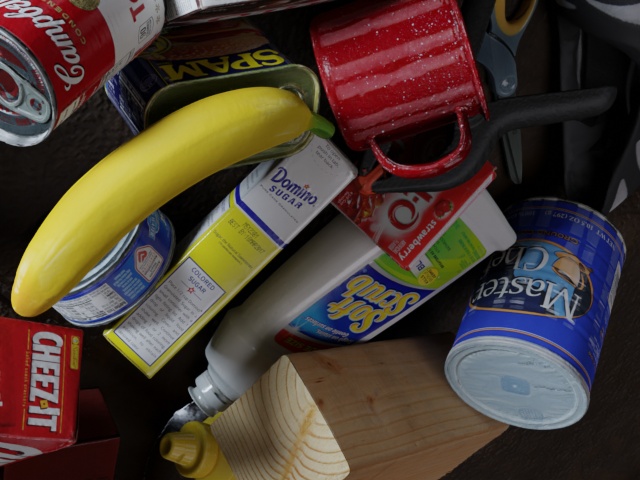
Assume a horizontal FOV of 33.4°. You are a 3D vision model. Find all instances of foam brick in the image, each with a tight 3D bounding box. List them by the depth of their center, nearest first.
[{"bbox_3d":[-0.182,0.140,0.721,0.078,0.051,0.053,-4,125,-29],"label":"foam brick"}]

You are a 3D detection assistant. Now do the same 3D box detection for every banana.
[{"bbox_3d":[-0.079,-0.028,0.548,0.197,0.037,0.069,-30,134,-9],"label":"banana"}]

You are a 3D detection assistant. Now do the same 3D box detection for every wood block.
[{"bbox_3d":[0.036,0.134,0.774,0.205,0.090,0.091,-1,143,-52],"label":"wood block"}]

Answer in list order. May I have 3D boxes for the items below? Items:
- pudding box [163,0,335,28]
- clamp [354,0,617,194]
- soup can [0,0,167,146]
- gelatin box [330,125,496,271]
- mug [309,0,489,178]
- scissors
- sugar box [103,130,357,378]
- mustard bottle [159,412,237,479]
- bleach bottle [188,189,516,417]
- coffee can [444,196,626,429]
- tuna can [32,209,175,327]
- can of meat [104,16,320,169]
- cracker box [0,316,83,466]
[{"bbox_3d":[-0.029,-0.143,0.574,0.113,0.090,0.039,-12,97,-23],"label":"pudding box"},{"bbox_3d":[0.085,-0.095,0.664,0.171,0.120,0.039,-31,173,-5],"label":"clamp"},{"bbox_3d":[-0.130,-0.102,0.528,0.102,0.069,0.068,-54,148,-42],"label":"soup can"},{"bbox_3d":[0.059,-0.037,0.696,0.089,0.073,0.030,-47,168,2],"label":"gelatin box"},{"bbox_3d":[0.047,-0.089,0.602,0.081,0.117,0.093,-17,164,8],"label":"mug"},{"bbox_3d":[0.110,-0.113,0.737,0.096,0.016,0.202,-15,129,-20],"label":"scissors"},{"bbox_3d":[-0.054,0.001,0.664,0.176,0.093,0.048,-42,100,5],"label":"sugar box"},{"bbox_3d":[-0.041,0.169,0.826,0.191,0.058,0.096,18,117,-39],"label":"mustard bottle"},{"bbox_3d":[0.014,0.040,0.762,0.251,0.068,0.102,-40,135,4],"label":"bleach bottle"},{"bbox_3d":[0.160,0.052,0.786,0.140,0.103,0.103,-64,147,-35],"label":"coffee can"},{"bbox_3d":[-0.130,0.006,0.628,0.086,0.086,0.033,-39,133,0],"label":"tuna can"},{"bbox_3d":[-0.064,-0.085,0.602,0.102,0.084,0.057,-13,129,-23],"label":"can of meat"},{"bbox_3d":[-0.258,0.080,0.555,0.213,0.072,0.164,15,155,-38],"label":"cracker box"}]
